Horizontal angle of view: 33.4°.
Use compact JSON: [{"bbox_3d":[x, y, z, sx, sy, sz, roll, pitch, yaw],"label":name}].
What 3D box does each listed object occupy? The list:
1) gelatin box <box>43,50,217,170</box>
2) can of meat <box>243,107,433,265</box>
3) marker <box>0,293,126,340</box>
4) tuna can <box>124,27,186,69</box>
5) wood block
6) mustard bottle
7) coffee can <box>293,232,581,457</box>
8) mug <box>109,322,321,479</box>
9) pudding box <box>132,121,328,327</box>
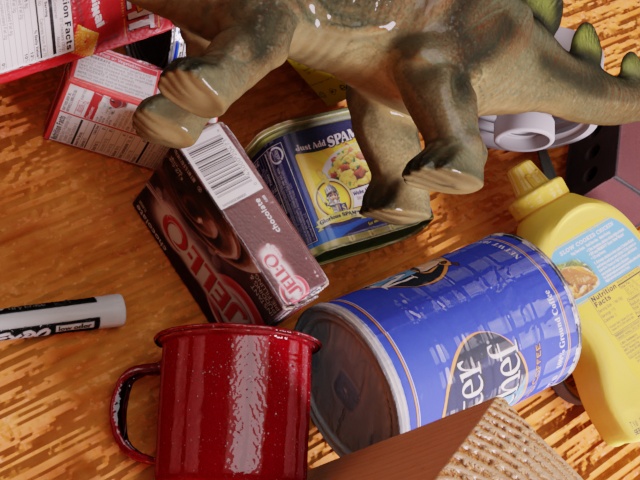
[{"bbox_3d":[-0.111,-0.075,0.624,0.089,0.073,0.030,17,63,-17],"label":"gelatin box"},{"bbox_3d":[0.014,-0.035,0.676,0.101,0.058,0.084,-16,80,-28],"label":"can of meat"},{"bbox_3d":[-0.167,0.045,0.581,0.120,0.020,0.020,-6,73,-27],"label":"marker"},{"bbox_3d":[-0.092,-0.137,0.650,0.033,0.086,0.086,-8,74,-29],"label":"tuna can"},{"bbox_3d":[0.040,0.157,0.522,0.090,0.206,0.090,45,59,-3],"label":"wood block"},{"bbox_3d":[0.180,0.032,0.705,0.096,0.058,0.191,-27,83,-23],"label":"mustard bottle"},{"bbox_3d":[0.069,0.064,0.634,0.140,0.103,0.103,-20,79,-30],"label":"coffee can"},{"bbox_3d":[-0.058,0.094,0.579,0.117,0.093,0.081,-1,72,8],"label":"mug"},{"bbox_3d":[-0.054,0.001,0.610,0.039,0.090,0.113,-28,83,-33],"label":"pudding box"}]
